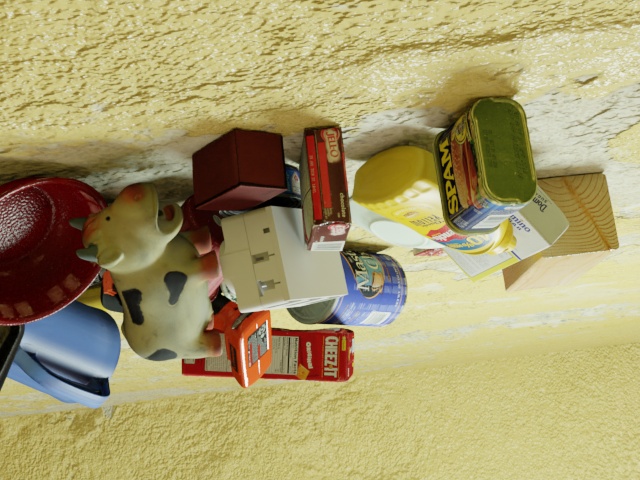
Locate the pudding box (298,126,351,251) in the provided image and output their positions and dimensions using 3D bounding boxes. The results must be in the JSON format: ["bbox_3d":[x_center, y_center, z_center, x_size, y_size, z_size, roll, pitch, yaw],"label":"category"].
[{"bbox_3d":[0.003,-0.044,0.974,0.039,0.090,0.113,-3,167,-6],"label":"pudding box"}]

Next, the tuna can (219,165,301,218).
[{"bbox_3d":[-0.059,-0.047,1.054,0.086,0.034,0.086,-6,167,-2],"label":"tuna can"}]

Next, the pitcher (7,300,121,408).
[{"bbox_3d":[-0.367,0.120,1.332,0.149,0.145,0.242,-4,158,29],"label":"pitcher"}]

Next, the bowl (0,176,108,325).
[{"bbox_3d":[-0.276,-0.001,0.994,0.161,0.055,0.162,-27,139,-27],"label":"bowl"}]

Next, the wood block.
[{"bbox_3d":[0.276,-0.005,1.270,0.090,0.091,0.206,-7,167,-3],"label":"wood block"}]

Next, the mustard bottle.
[{"bbox_3d":[0.129,-0.030,1.057,0.191,0.058,0.096,25,151,-36],"label":"mustard bottle"}]

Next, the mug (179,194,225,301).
[{"bbox_3d":[-0.119,0.001,1.103,0.082,0.093,0.117,-48,-179,30],"label":"mug"}]

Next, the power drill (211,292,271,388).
[{"bbox_3d":[-0.145,0.097,1.246,0.188,0.057,0.184,26,139,24],"label":"power drill"}]

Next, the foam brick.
[{"bbox_3d":[-0.073,-0.061,0.949,0.052,0.051,0.078,2,165,-37],"label":"foam brick"}]

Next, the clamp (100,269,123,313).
[{"bbox_3d":[-0.231,0.082,1.400,0.165,0.036,0.209,-17,157,24],"label":"clamp"}]

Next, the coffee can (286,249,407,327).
[{"bbox_3d":[0.033,0.062,1.416,0.103,0.103,0.140,-18,163,41],"label":"coffee can"}]

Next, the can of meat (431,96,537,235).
[{"bbox_3d":[0.143,-0.064,0.929,0.057,0.102,0.084,-2,164,-17],"label":"can of meat"}]

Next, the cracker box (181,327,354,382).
[{"bbox_3d":[-0.065,0.146,1.418,0.214,0.072,0.164,2,177,5],"label":"cracker box"}]

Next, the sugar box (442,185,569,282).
[{"bbox_3d":[0.189,-0.018,1.169,0.048,0.093,0.176,-44,-177,-26],"label":"sugar box"}]
